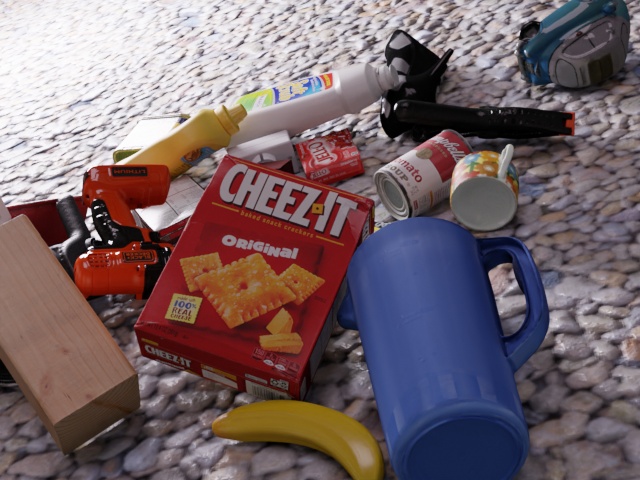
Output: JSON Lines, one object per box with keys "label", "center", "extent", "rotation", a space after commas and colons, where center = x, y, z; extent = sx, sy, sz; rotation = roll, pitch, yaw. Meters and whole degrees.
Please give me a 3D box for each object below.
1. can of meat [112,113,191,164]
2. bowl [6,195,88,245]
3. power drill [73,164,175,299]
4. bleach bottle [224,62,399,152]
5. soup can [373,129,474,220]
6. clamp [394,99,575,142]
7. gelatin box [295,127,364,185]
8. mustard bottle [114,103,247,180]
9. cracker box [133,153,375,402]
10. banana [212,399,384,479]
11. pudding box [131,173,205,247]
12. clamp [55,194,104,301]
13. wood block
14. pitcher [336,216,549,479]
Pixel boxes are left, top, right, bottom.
{"label": "can of meat", "center": [-0.230, -0.131, 1.498], "extent": [0.102, 0.057, 0.083], "rotation": [-1, 37, 26]}
{"label": "bowl", "center": [-0.364, -0.018, 1.351], "extent": [0.162, 0.055, 0.162], "rotation": [-10, 2, 0]}
{"label": "power drill", "center": [-0.192, -0.012, 1.212], "extent": [0.184, 0.057, 0.188], "rotation": [-1, 40, -20]}
{"label": "bleach bottle", "center": [-0.013, -0.184, 1.417], "extent": [0.251, 0.068, 0.102], "rotation": [-16, 27, 24]}
{"label": "soup can", "center": [0.120, -0.074, 1.217], "extent": [0.102, 0.068, 0.069], "rotation": [-31, 33, -20]}
{"label": "clamp", "center": [0.195, -0.139, 1.276], "extent": [0.210, 0.036, 0.164], "rotation": [2, -3, 6]}
{"label": "gelatin box", "center": [0.011, -0.105, 1.358], "extent": [0.073, 0.030, 0.089], "rotation": [-18, 31, 0]}
{"label": "mustard bottle", "center": [-0.178, -0.120, 1.388], "extent": [0.192, 0.058, 0.096], "rotation": [-31, -7, 9]}
{"label": "cracker box", "center": [-0.058, 0.035, 1.023], "extent": [0.164, 0.072, 0.213], "rotation": [18, 60, 10]}
{"label": "banana", "center": [-0.012, 0.171, 0.924], "extent": [0.198, 0.037, 0.069], "rotation": [16, 44, 43]}
{"label": "pudding box", "center": [-0.181, -0.035, 1.338], "extent": [0.090, 0.039, 0.114], "rotation": [-26, 34, -17]}
{"label": "clamp", "center": [-0.271, 0.009, 1.238], "extent": [0.120, 0.039, 0.171], "rotation": [27, 25, -7]}
{"label": "wood block", "center": [-0.268, 0.089, 1.035], "extent": [0.090, 0.091, 0.206], "rotation": [-32, 69, -22]}
{"label": "pitcher", "center": [0.108, 0.093, 0.902], "extent": [0.145, 0.149, 0.243], "rotation": [14, 32, -15]}
